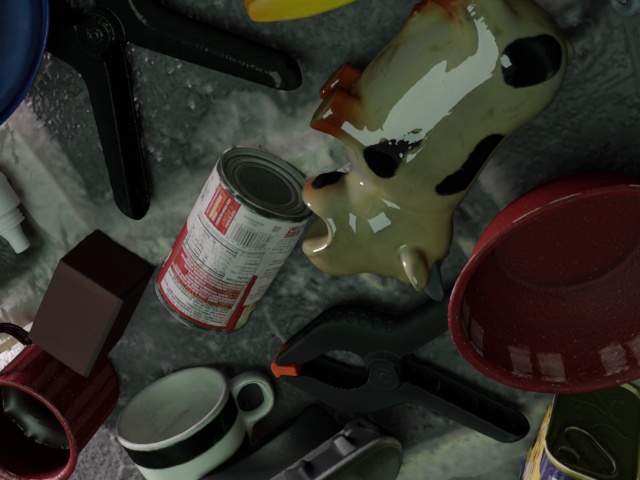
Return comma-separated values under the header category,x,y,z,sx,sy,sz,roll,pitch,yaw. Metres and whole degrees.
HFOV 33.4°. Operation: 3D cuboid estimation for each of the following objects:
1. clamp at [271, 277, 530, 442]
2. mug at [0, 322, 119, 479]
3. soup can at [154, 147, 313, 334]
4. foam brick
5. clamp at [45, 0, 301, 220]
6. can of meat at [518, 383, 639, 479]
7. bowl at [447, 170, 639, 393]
category,x,y,z,sx,sy,sz,roll,pitch,yaw
clamp,0.054,0.086,0.696,0.172,0.039,0.120,-10,107,30
mug,-0.207,0.110,0.776,0.093,0.081,0.117,-32,102,30
soup can,-0.054,0.001,0.674,0.068,0.068,0.102,33,122,1
foam brick,-0.160,0.043,0.743,0.051,0.053,0.078,32,121,2
clamp,-0.118,-0.130,0.647,0.165,0.036,0.210,-28,101,30
can of meat,0.155,0.141,0.651,0.057,0.102,0.084,21,123,8
bowl,0.147,0.015,0.595,0.162,0.055,0.162,-3,133,-4
